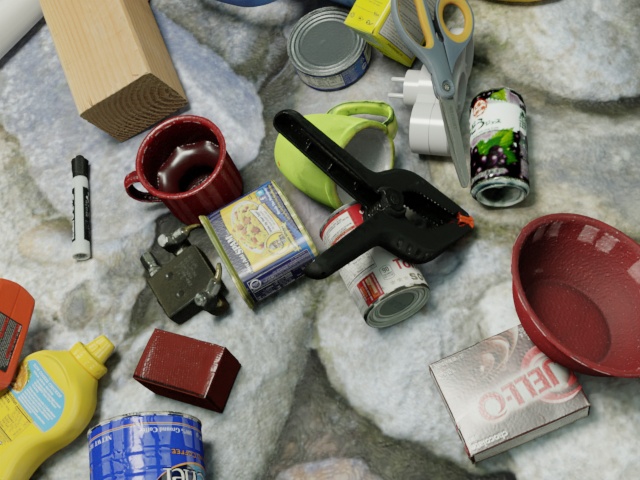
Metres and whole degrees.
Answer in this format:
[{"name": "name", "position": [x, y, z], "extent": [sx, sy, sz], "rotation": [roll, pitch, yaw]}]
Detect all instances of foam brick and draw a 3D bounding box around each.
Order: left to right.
[{"name": "foam brick", "position": [-0.123, 0.121, 0.994], "extent": [0.078, 0.053, 0.051], "rotation": [13, 69, 19]}]

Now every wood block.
[{"name": "wood block", "position": [-0.230, -0.224, 1.146], "extent": [0.091, 0.090, 0.206], "rotation": [-28, 68, 12]}]

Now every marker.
[{"name": "marker", "position": [-0.252, -0.037, 1.122], "extent": [0.020, 0.020, 0.121], "rotation": [-12, 63, 10]}]

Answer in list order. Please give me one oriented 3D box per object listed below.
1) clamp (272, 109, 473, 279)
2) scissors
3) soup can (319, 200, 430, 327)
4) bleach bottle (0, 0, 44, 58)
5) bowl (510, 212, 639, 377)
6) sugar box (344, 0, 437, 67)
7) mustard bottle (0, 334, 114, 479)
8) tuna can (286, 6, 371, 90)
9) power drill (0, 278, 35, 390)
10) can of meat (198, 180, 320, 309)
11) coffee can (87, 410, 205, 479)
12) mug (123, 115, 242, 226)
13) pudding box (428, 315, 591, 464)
[{"name": "clamp", "position": [0.052, -0.020, 0.939], "extent": [0.036, 0.209, 0.164], "rotation": [-39, 44, 42]}, {"name": "scissors", "position": [0.129, -0.156, 1.014], "extent": [0.096, 0.016, 0.202], "rotation": [-23, 87, -28]}, {"name": "soup can", "position": [0.050, 0.021, 0.984], "extent": [0.068, 0.068, 0.102], "rotation": [-28, 62, 1]}, {"name": "bleach bottle", "position": [-0.341, -0.314, 1.255], "extent": [0.103, 0.068, 0.250], "rotation": [34, 75, 30]}, {"name": "bowl", "position": [0.222, 0.056, 0.904], "extent": [0.162, 0.055, 0.162], "rotation": [12, 51, -15]}, {"name": "sugar box", "position": [0.100, -0.272, 1.066], "extent": [0.048, 0.093, 0.176], "rotation": [30, 94, 31]}, {"name": "mustard bottle", "position": [-0.271, 0.162, 1.012], "extent": [0.191, 0.058, 0.096], "rotation": [-44, 57, -7]}, {"name": "tuna can", "position": [0.010, -0.200, 1.119], "extent": [0.086, 0.033, 0.086], "rotation": [-6, 64, 13]}, {"name": "power drill", "position": [-0.370, 0.087, 1.052], "extent": [0.188, 0.057, 0.184], "rotation": [-11, 57, 33]}, {"name": "can of meat", "position": [-0.057, 0.001, 1.030], "extent": [0.084, 0.057, 0.102], "rotation": [-30, 62, -2]}, {"name": "coffee can", "position": [-0.147, 0.230, 0.920], "extent": [0.103, 0.102, 0.140], "rotation": [-13, 63, 9]}, {"name": "mug", "position": [-0.138, -0.062, 1.067], "extent": [0.117, 0.081, 0.093], "rotation": [-16, 62, 7]}, {"name": "pudding box", "position": [0.162, 0.128, 0.919], "extent": [0.113, 0.039, 0.090], "rotation": [-25, 61, 2]}]
